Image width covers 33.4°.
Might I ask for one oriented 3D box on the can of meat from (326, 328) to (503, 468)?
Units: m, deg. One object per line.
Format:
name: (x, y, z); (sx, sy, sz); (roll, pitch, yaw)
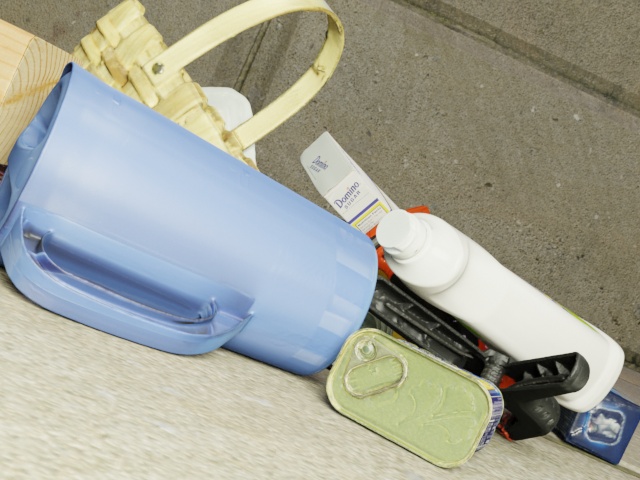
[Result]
can of meat: (0.065, 0.100, 0.689); (0.102, 0.057, 0.083); (26, 1, 19)

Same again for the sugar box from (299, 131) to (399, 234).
sugar box: (0.055, -0.021, 1.050); (0.176, 0.048, 0.093); (42, 10, -31)

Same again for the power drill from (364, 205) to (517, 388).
power drill: (0.118, 0.058, 0.952); (0.188, 0.057, 0.184); (54, 22, 10)

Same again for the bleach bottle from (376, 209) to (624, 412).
bleach bottle: (0.127, 0.046, 0.789); (0.250, 0.068, 0.103); (35, -1, -44)

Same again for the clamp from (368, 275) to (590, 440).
clamp: (0.115, 0.095, 0.775); (0.165, 0.036, 0.210); (24, -17, 22)

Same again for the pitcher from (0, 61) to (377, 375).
pitcher: (-0.087, 0.004, 0.686); (0.242, 0.149, 0.145); (26, -13, -21)

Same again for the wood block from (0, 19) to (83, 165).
wood block: (-0.286, -0.134, 0.741); (0.206, 0.090, 0.090); (25, 2, 9)
